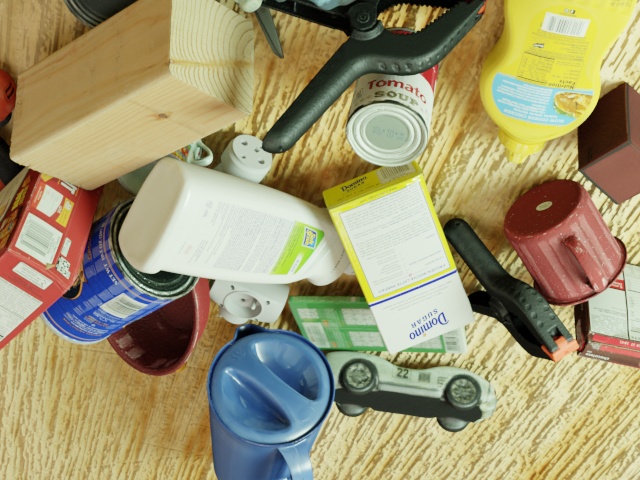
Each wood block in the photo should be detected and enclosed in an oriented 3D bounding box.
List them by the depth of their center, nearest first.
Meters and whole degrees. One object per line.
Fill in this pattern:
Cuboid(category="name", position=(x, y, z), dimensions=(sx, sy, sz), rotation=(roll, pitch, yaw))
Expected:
Cuboid(category="wood block", position=(-0.160, -0.123, 0.894), dimensions=(0.207, 0.090, 0.090), rotation=(-19, 152, 37))

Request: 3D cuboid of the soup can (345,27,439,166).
Cuboid(category="soup can", position=(0.060, -0.118, 0.875), dimensions=(0.068, 0.102, 0.068), rotation=(7, 136, 6))

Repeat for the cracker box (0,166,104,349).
Cuboid(category="cracker box", position=(-0.297, 0.031, 0.982), dimensions=(0.072, 0.164, 0.214), rotation=(37, 122, -25))

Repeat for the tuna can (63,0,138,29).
Cuboid(category="tuna can", position=(-0.170, -0.213, 0.880), dimensions=(0.086, 0.033, 0.086), rotation=(7, 136, 6))

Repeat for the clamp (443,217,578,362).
Cuboid(category="clamp", position=(0.173, 0.050, 1.001), dimensions=(0.039, 0.172, 0.120), rotation=(-38, 124, -11))

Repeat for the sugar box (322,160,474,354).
Cuboid(category="sugar box", position=(0.076, 0.016, 1.010), dimensions=(0.093, 0.048, 0.176), rotation=(-21, 122, 2))

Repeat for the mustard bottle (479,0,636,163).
Cuboid(category="mustard bottle", position=(0.180, -0.138, 0.859), dimensions=(0.096, 0.058, 0.192), rotation=(10, 136, 1))

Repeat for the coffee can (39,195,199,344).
Cuboid(category="coffee can", position=(-0.195, 0.030, 1.015), dimensions=(0.102, 0.102, 0.141), rotation=(39, 136, -25))

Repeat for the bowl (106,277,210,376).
Cuboid(category="bowl", position=(-0.165, 0.055, 1.102), dimensions=(0.162, 0.055, 0.162), rotation=(12, 109, 37))

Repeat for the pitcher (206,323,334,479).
Cuboid(category="pitcher", position=(-0.060, 0.217, 1.192), dimensions=(0.145, 0.149, 0.243), rotation=(22, 148, 6))

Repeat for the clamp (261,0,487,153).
Cuboid(category="clamp", position=(0.030, -0.153, 0.825), dimensions=(0.210, 0.164, 0.036), rotation=(-9, 161, -2))

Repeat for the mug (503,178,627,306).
Cuboid(category="mug", position=(0.221, 0.004, 0.957), dimensions=(0.093, 0.117, 0.081), rotation=(-33, 118, 7))

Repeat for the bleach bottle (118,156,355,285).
Cuboid(category="bleach bottle", position=(-0.057, 0.001, 0.992), dimensions=(0.250, 0.068, 0.103), rotation=(17, 109, -43))
